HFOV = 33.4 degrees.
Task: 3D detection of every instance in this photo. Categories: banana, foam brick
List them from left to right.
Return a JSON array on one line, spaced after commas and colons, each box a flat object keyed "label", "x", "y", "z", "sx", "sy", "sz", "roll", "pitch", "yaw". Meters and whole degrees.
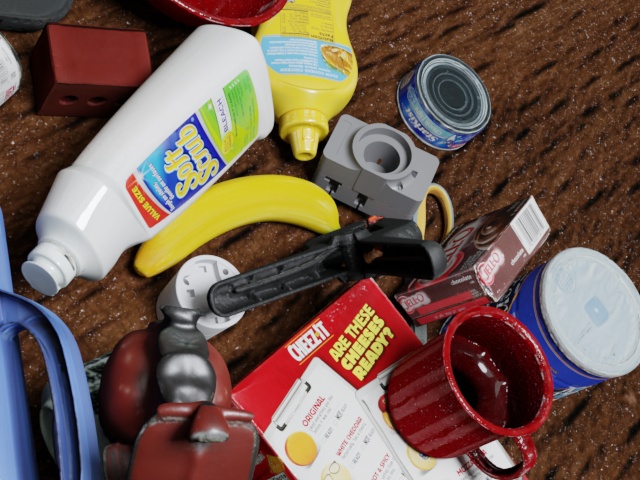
[{"label": "foam brick", "x": -0.172, "y": -0.126, "z": 0.799, "sx": 0.078, "sy": 0.053, "sz": 0.051, "roll": -2, "pitch": 69, "yaw": -31}, {"label": "banana", "x": -0.058, "y": -0.016, "z": 0.825, "sx": 0.197, "sy": 0.037, "sz": 0.069, "roll": -7, "pitch": 71, "yaw": -34}]

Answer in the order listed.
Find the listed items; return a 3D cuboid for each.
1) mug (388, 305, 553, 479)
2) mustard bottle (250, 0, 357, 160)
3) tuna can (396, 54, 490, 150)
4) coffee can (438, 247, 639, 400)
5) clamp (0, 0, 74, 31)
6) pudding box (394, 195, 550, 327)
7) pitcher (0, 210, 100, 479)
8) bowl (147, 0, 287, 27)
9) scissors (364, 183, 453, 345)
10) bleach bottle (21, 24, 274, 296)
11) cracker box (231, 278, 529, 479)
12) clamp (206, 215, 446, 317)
[{"label": "mug", "x": 0.107, "y": 0.114, "z": 0.744, "sx": 0.093, "sy": 0.082, "sz": 0.117, "roll": -26, "pitch": 80, "yaw": -40}, {"label": "mustard bottle", "x": -0.017, "y": -0.156, "z": 0.903, "sx": 0.096, "sy": 0.058, "sz": 0.191, "roll": 5, "pitch": 65, "yaw": -18}, {"label": "tuna can", "x": 0.115, "y": -0.128, "z": 0.987, "sx": 0.086, "sy": 0.034, "sz": 0.086, "roll": 13, "pitch": 61, "yaw": -26}, {"label": "coffee can", "x": 0.175, "y": 0.079, "z": 0.855, "sx": 0.102, "sy": 0.141, "sz": 0.103, "roll": 13, "pitch": 61, "yaw": -26}, {"label": "clamp", "x": -0.217, "y": -0.221, "z": 0.826, "sx": 0.120, "sy": 0.039, "sz": 0.171, "roll": 52, "pitch": 48, "yaw": 1}, {"label": "pudding box", "x": 0.125, "y": 0.017, "z": 0.867, "sx": 0.113, "sy": 0.090, "sz": 0.039, "roll": -42, "pitch": 103, "yaw": -42}, {"label": "pitcher", "x": -0.222, "y": 0.084, "z": 0.614, "sx": 0.149, "sy": 0.145, "sz": 0.243, "roll": 1, "pitch": 64, "yaw": -27}, {"label": "bowl", "x": -0.103, "y": -0.228, "z": 0.856, "sx": 0.161, "sy": 0.055, "sz": 0.162, "roll": 17, "pitch": 57, "yaw": -30}, {"label": "scissors", "x": 0.066, "y": 0.027, "z": 0.894, "sx": 0.096, "sy": 0.016, "sz": 0.201, "roll": 28, "pitch": 56, "yaw": -16}, {"label": "bleach bottle", "x": -0.121, "y": -0.049, "z": 0.753, "sx": 0.068, "sy": 0.102, "sz": 0.250, "roll": 15, "pitch": 47, "yaw": 22}, {"label": "cracker box", "x": 0.038, "y": 0.159, "z": 0.777, "sx": 0.214, "sy": 0.072, "sz": 0.163, "roll": 51, "pitch": 50, "yaw": 1}, {"label": "clamp", "x": 0.032, "y": 0.010, "z": 0.778, "sx": 0.209, "sy": 0.165, "sz": 0.036, "roll": -28, "pitch": 107, "yaw": -66}]
